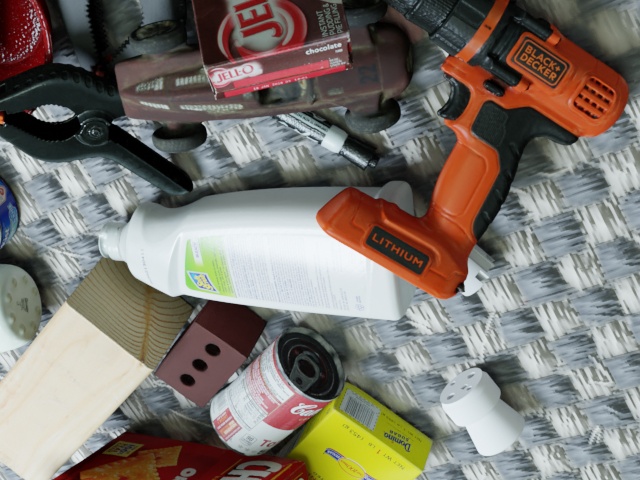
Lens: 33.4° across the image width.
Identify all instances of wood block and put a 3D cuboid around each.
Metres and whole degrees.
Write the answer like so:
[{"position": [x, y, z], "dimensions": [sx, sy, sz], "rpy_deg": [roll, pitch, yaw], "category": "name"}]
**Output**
[{"position": [-0.210, 0.112, 0.918], "dimensions": [0.090, 0.090, 0.206], "rpy_deg": [40, 125, -7], "category": "wood block"}]

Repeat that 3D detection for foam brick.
[{"position": [-0.091, 0.089, 0.884], "dimensions": [0.053, 0.051, 0.078], "rpy_deg": [36, 125, -5], "category": "foam brick"}]

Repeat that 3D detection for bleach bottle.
[{"position": [-0.055, 0.001, 0.812], "dimensions": [0.251, 0.068, 0.102], "rpy_deg": [4, 121, 20], "category": "bleach bottle"}]

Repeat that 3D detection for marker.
[{"position": [-0.011, -0.085, 0.768], "dimensions": [0.121, 0.020, 0.020], "rpy_deg": [30, 125, 1], "category": "marker"}]

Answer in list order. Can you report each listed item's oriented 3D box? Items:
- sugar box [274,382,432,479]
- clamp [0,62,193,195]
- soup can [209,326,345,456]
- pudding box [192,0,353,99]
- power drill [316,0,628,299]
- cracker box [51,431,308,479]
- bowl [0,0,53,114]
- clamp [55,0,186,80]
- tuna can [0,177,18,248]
[{"position": [0.008, 0.206, 0.923], "dimensions": [0.093, 0.048, 0.176], "rpy_deg": [36, 124, -3], "category": "sugar box"}, {"position": [-0.160, -0.081, 0.779], "dimensions": [0.171, 0.039, 0.120], "rpy_deg": [-1, 126, -11], "category": "clamp"}, {"position": [-0.037, 0.126, 0.877], "dimensions": [0.068, 0.068, 0.102], "rpy_deg": [41, 125, -8], "category": "soup can"}, {"position": [-0.034, -0.149, 0.668], "dimensions": [0.090, 0.113, 0.039], "rpy_deg": [-13, 148, 0], "category": "pudding box"}, {"position": [0.076, -0.071, 0.681], "dimensions": [0.184, 0.057, 0.188], "rpy_deg": [31, 102, -7], "category": "power drill"}, {"position": [-0.137, 0.233, 0.890], "dimensions": [0.214, 0.163, 0.072], "rpy_deg": [0, 108, 36], "category": "cracker box"}, {"position": [-0.258, -0.163, 0.788], "dimensions": [0.162, 0.055, 0.162], "rpy_deg": [9, 123, 15], "category": "bowl"}, {"position": [-0.138, -0.197, 0.731], "dimensions": [0.164, 0.036, 0.210], "rpy_deg": [27, 128, -8], "category": "clamp"}, {"position": [-0.300, -0.024, 0.902], "dimensions": [0.086, 0.033, 0.086], "rpy_deg": [9, 123, 15], "category": "tuna can"}]
